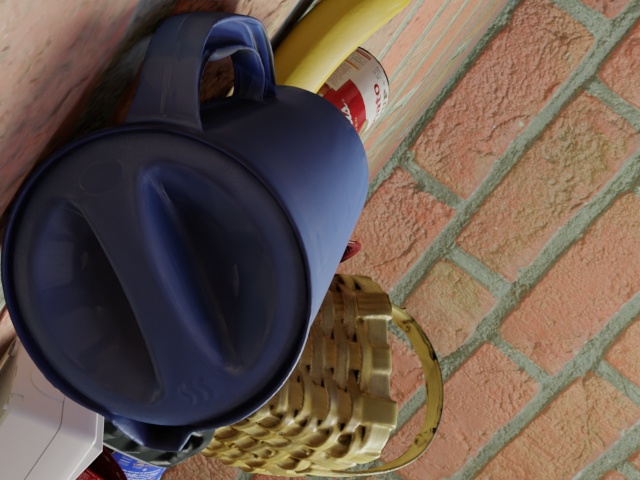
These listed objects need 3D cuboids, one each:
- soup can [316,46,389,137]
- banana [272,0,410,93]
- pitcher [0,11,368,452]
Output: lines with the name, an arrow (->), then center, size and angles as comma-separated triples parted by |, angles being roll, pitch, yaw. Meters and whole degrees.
soup can -> 0.002, -0.095, 0.766 | 0.069, 0.068, 0.102 | -54, 177, 37
banana -> -0.004, -0.103, 0.671 | 0.198, 0.069, 0.037 | -46, -138, 6
pitcher -> -0.044, -0.021, 0.535 | 0.149, 0.145, 0.242 | -40, -175, 19
